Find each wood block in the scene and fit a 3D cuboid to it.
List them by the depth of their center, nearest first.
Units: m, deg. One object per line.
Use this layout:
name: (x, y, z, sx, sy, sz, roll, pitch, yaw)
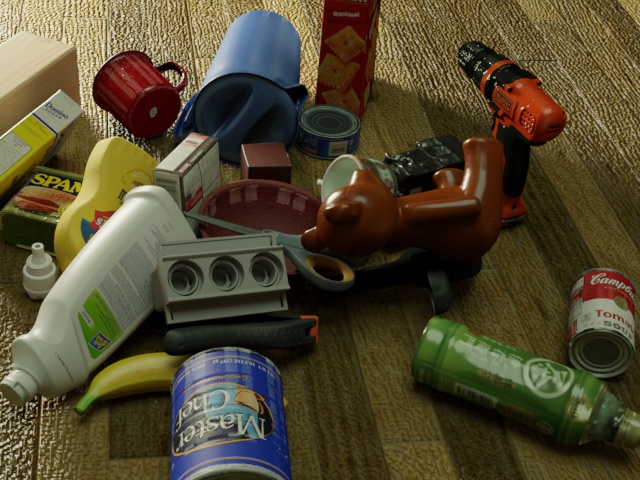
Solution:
wood block: (-0.394, -0.172, 1.327, 0.090, 0.091, 0.205, 18, 39, 15)

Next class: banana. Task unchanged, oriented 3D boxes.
banana: (-0.130, 0.138, 1.013, 0.197, 0.037, 0.069, 0, 56, -7)

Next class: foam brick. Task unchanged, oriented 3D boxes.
foam brick: (-0.065, -0.070, 1.254, 0.051, 0.078, 0.053, -5, 39, -12)

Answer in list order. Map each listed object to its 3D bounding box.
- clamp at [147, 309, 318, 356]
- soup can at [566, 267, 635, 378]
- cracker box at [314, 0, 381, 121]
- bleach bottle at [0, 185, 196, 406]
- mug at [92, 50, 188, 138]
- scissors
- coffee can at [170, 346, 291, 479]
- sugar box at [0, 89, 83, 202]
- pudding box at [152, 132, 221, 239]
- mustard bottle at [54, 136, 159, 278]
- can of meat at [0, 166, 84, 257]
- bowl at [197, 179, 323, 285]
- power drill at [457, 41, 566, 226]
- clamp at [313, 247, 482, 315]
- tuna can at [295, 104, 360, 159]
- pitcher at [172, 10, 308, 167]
clamp: (-0.090, 0.088, 1.065, 0.171, 0.039, 0.120, 2, 13, -26)
soup can: (0.293, 0.086, 1.114, 0.068, 0.068, 0.102, 12, 38, 7)
cracker box: (0.044, -0.287, 1.440, 0.072, 0.214, 0.164, 10, 37, 4)
bleach bottle: (-0.220, 0.058, 1.035, 0.068, 0.102, 0.250, -5, 34, 41)
mug: (-0.223, -0.190, 1.374, 0.117, 0.093, 0.082, -33, 55, -20)
scissors: (-0.045, 0.011, 1.105, 0.201, 0.016, 0.096, 8, 36, -9)
coffee can: (-0.078, 0.176, 0.912, 0.102, 0.103, 0.140, 1, 37, -8)
sugar box: (-0.349, -0.096, 1.231, 0.048, 0.093, 0.176, 42, 41, -4)
pudding box: (-0.145, -0.049, 1.187, 0.039, 0.113, 0.090, 13, 37, 17)
mustard bottle: (-0.229, -0.010, 1.130, 0.058, 0.096, 0.191, -8, 50, 40)
can of meat: (-0.295, -0.030, 1.186, 0.102, 0.057, 0.083, 13, 41, 10)
bowl: (-0.058, 0.001, 1.174, 0.162, 0.055, 0.162, 8, 39, -7)
power drill: (0.209, -0.125, 1.278, 0.057, 0.188, 0.185, -13, 43, -22)
clamp: (0.103, 0.033, 1.158, 0.165, 0.036, 0.209, 3, 18, 32)
tuna can: (0.010, -0.143, 1.396, 0.086, 0.034, 0.086, 4, 37, -3)
pitcher: (-0.096, -0.205, 1.399, 0.149, 0.145, 0.242, 16, 33, -7)
